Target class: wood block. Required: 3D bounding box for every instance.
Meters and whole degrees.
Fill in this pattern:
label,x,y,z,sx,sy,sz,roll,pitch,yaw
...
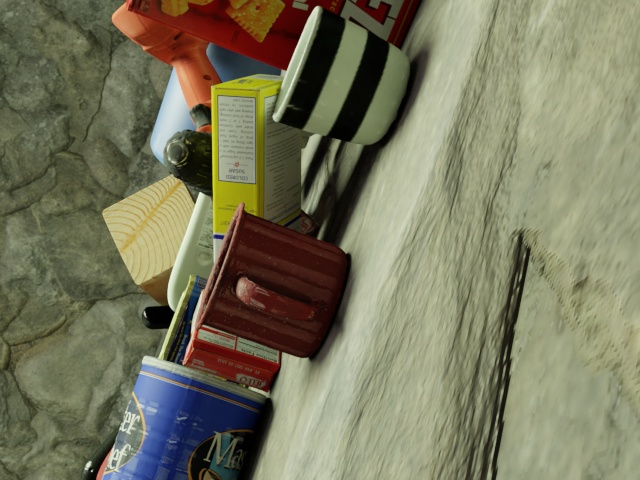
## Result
label,x,y,z,sx,sy,sz,roll,pitch,yaw
wood block,-0.158,0.012,1.172,0.091,0.090,0.206,-28,-14,-3

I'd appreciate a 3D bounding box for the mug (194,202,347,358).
label,x,y,z,sx,sy,sz,roll,pitch,yaw
mug,-0.031,0.032,0.721,0.117,0.081,0.093,-141,72,-81

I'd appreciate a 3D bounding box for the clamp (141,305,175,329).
label,x,y,z,sx,sy,sz,roll,pitch,yaw
clamp,-0.138,0.083,1.196,0.171,0.120,0.039,94,154,-65

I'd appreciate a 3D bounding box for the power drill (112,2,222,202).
label,x,y,z,sx,sy,sz,roll,pitch,yaw
power drill,-0.108,-0.118,0.904,0.057,0.188,0.184,-28,-13,13

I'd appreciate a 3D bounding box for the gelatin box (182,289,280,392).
label,x,y,z,sx,sy,sz,roll,pitch,yaw
gelatin box,-0.071,0.082,0.880,0.089,0.073,0.030,-91,22,-65

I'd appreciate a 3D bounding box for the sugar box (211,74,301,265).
label,x,y,z,sx,sy,sz,roll,pitch,yaw
sugar box,-0.048,-0.036,0.829,0.093,0.048,0.176,-34,-50,-66

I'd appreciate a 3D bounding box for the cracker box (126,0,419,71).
label,x,y,z,sx,sy,sz,roll,pitch,yaw
cracker box,-0.026,-0.222,0.830,0.072,0.213,0.164,-93,24,-65

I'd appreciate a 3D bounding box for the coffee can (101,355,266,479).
label,x,y,z,sx,sy,sz,roll,pitch,yaw
coffee can,-0.112,0.172,0.832,0.103,0.102,0.140,148,142,-76

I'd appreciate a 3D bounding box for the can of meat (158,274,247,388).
label,x,y,z,sx,sy,sz,roll,pitch,yaw
can of meat,-0.099,0.090,0.998,0.057,0.084,0.102,-150,80,-81
